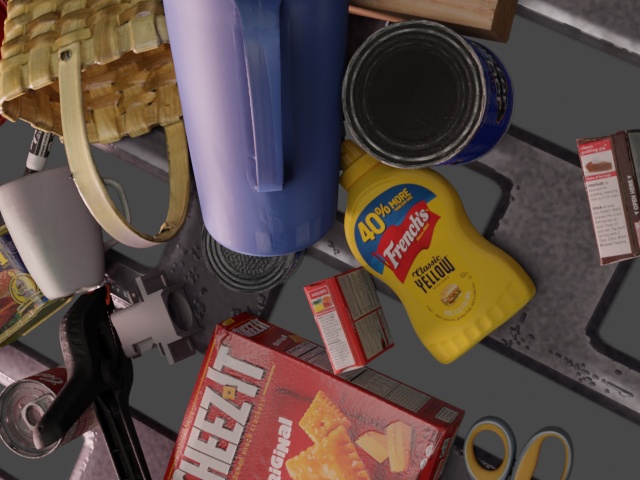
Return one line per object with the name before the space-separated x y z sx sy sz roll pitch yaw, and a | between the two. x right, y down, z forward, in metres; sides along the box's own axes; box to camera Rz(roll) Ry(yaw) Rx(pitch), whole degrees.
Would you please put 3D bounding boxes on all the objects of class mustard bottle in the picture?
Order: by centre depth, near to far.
mustard bottle | 0.076 -0.003 0.850 0.096 0.058 0.192 -42 81 22

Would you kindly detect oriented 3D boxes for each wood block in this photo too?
wood block | 0.049 -0.219 0.822 0.206 0.090 0.090 15 99 17

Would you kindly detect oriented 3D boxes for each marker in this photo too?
marker | -0.251 -0.096 0.972 0.020 0.020 0.121 23 102 15

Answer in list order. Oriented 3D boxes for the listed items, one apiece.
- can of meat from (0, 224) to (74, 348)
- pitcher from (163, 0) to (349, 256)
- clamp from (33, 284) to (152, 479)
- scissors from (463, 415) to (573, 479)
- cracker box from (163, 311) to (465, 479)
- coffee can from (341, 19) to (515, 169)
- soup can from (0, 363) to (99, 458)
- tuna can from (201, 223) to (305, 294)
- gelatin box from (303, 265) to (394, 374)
can of meat | -0.288 0.043 0.978 0.102 0.057 0.084 -35 86 18
pitcher | -0.042 -0.103 0.769 0.145 0.149 0.243 26 137 29
clamp | -0.192 0.119 0.897 0.036 0.164 0.210 -21 55 10
scissors | 0.135 0.230 0.875 0.096 0.016 0.202 31 104 15
cracker box | -0.010 0.178 0.889 0.214 0.072 0.164 23 102 16
coffee can | 0.084 -0.106 0.794 0.103 0.140 0.103 2 95 18
soup can | -0.228 0.145 0.943 0.069 0.102 0.068 2 96 18
tuna can | -0.056 0.001 0.908 0.086 0.033 0.086 2 95 18
gelatin box | 0.024 0.062 0.857 0.030 0.089 0.073 -20 88 20
